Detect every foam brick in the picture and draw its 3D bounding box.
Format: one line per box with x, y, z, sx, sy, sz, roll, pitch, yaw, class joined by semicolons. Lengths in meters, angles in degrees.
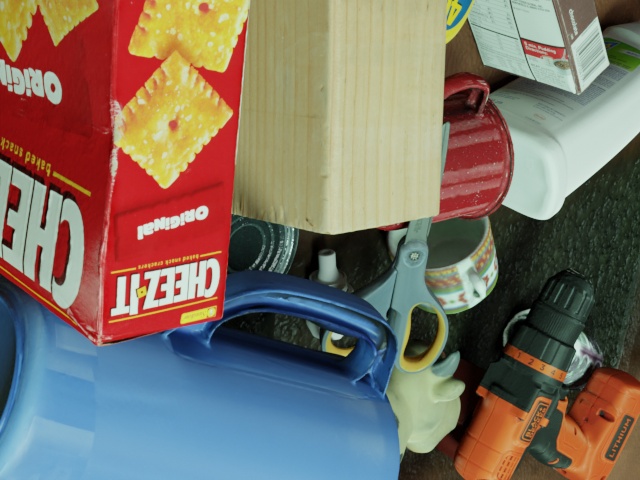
0.121;0.145;0.890;0.053;0.051;0.078;-44;135;-22;foam brick

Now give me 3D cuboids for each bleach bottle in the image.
0.216;-0.110;0.818;0.250;0.103;0.068;-32;135;-30;bleach bottle

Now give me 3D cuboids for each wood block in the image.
0.008;-0.115;0.582;0.090;0.091;0.206;-11;107;-43;wood block

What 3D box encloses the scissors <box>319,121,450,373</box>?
0.040;0.016;0.677;0.096;0.016;0.202;-11;131;-2;scissors

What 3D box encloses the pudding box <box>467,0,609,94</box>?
0.140;-0.158;0.725;0.039;0.090;0.113;-46;137;-17;pudding box

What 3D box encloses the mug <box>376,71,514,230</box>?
0.071;-0.060;0.697;0.081;0.093;0.117;-13;146;-36;mug

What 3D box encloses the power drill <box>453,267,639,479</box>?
0.200;0.125;0.880;0.187;0.057;0.184;25;94;-46;power drill

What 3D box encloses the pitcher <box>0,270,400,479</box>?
-0.074;0.090;0.551;0.242;0.145;0.149;24;63;-44;pitcher

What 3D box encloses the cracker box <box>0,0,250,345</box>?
-0.106;-0.086;0.450;0.071;0.164;0.214;-11;117;-41;cracker box
